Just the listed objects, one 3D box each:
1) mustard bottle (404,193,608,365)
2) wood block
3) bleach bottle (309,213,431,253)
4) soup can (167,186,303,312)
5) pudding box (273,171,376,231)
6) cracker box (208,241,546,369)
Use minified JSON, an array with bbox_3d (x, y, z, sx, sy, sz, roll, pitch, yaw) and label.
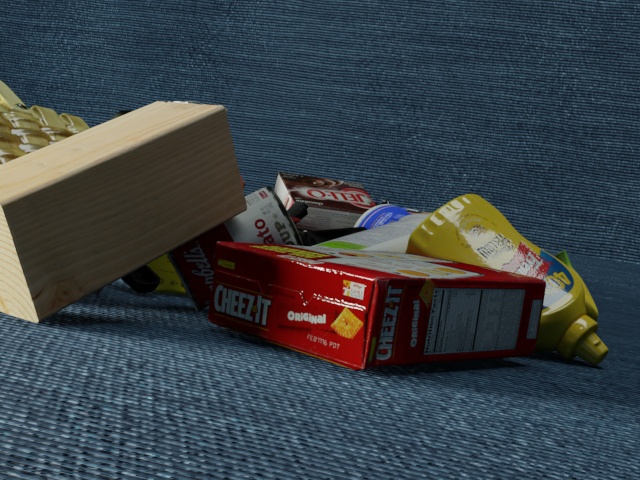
[{"bbox_3d":[0.171,0.042,0.934,0.096,0.058,0.192,-30,59,-32],"label":"mustard bottle"},{"bbox_3d":[-0.164,-0.029,0.800,0.090,0.091,0.205,10,30,41],"label":"wood block"},{"bbox_3d":[0.027,0.025,0.998,0.250,0.068,0.103,-12,9,-39],"label":"bleach bottle"},{"bbox_3d":[-0.073,0.007,0.887,0.102,0.068,0.068,-28,10,-8],"label":"soup can"},{"bbox_3d":[0.007,-0.042,1.264,0.113,0.039,0.090,5,24,-18],"label":"pudding box"},{"bbox_3d":[0.046,0.049,0.827,0.164,0.072,0.213,11,6,43],"label":"cracker box"}]
